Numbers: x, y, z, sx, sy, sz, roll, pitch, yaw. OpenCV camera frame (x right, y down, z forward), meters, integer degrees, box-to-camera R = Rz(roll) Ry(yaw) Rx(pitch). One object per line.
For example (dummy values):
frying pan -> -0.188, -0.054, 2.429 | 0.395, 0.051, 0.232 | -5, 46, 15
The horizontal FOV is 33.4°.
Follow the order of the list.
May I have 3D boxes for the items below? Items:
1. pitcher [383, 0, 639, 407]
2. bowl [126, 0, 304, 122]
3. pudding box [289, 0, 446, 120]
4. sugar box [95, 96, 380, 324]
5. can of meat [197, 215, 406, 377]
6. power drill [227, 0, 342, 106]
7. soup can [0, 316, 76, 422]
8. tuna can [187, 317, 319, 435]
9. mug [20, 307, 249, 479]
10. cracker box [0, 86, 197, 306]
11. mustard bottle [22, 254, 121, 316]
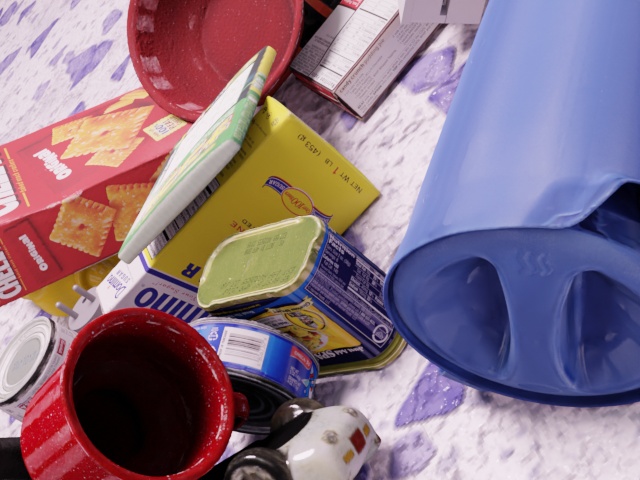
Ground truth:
pitcher -> 0.118, -0.048, 0.518 | 0.149, 0.145, 0.242 | -7, 48, 33
bowl -> -0.070, -0.168, 0.824 | 0.162, 0.055, 0.162 | -1, 88, 30
pudding box -> 0.037, -0.151, 0.793 | 0.113, 0.039, 0.090 | -52, 32, 3
sugar box -> -0.054, 0.001, 0.702 | 0.176, 0.093, 0.048 | -49, 32, 5
can of meat -> -0.010, 0.034, 0.621 | 0.102, 0.083, 0.057 | -15, 46, 44
power drill -> -0.055, -0.233, 0.879 | 0.185, 0.057, 0.188 | -48, 70, 18
soup can -> -0.164, 0.105, 0.724 | 0.069, 0.102, 0.068 | -32, 36, 28
tuna can -> -0.045, 0.080, 0.616 | 0.086, 0.086, 0.033 | -19, 45, 40
mug -> -0.094, 0.093, 0.556 | 0.082, 0.117, 0.093 | -40, 57, 46
cracker box -> -0.192, -0.047, 0.863 | 0.213, 0.072, 0.164 | -25, 30, -12
mustard bottle -> -0.216, 0.017, 0.919 | 0.096, 0.058, 0.192 | -54, 32, -14
